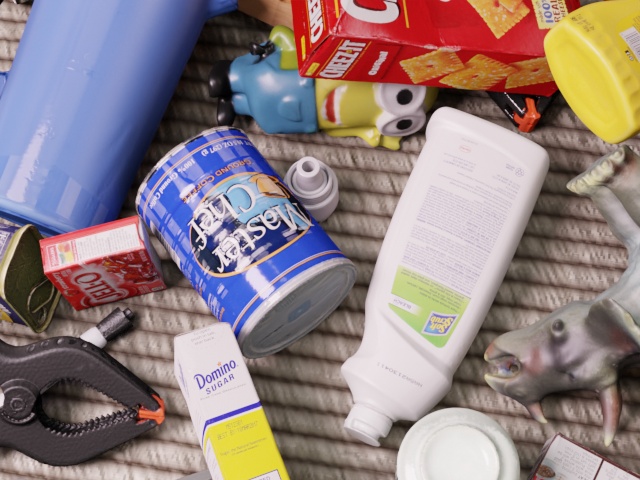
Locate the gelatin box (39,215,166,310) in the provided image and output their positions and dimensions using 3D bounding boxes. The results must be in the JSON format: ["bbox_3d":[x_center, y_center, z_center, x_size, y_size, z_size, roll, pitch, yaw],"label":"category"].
[{"bbox_3d":[-0.158,0.019,0.786,0.073,0.089,0.030,-14,68,-3],"label":"gelatin box"}]

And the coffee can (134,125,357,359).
[{"bbox_3d":[-0.055,0.001,0.782,0.102,0.103,0.140,-35,69,-12],"label":"coffee can"}]

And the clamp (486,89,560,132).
[{"bbox_3d":[0.155,-0.174,0.883,0.120,0.039,0.171,6,67,6],"label":"clamp"}]

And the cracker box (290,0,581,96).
[{"bbox_3d":[0.086,-0.201,0.800,0.213,0.072,0.164,2,70,-22],"label":"cracker box"}]

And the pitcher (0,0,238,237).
[{"bbox_3d":[-0.184,-0.126,0.813,0.149,0.144,0.243,13,79,40],"label":"pitcher"}]

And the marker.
[{"bbox_3d":[-0.190,0.090,0.795,0.121,0.020,0.020,-38,70,-13],"label":"marker"}]

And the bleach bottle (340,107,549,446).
[{"bbox_3d":[0.077,0.029,0.787,0.103,0.068,0.250,24,72,13],"label":"bleach bottle"}]

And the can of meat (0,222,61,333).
[{"bbox_3d":[-0.246,0.021,0.784,0.084,0.102,0.057,12,67,10],"label":"can of meat"}]

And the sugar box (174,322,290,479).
[{"bbox_3d":[-0.051,0.150,0.717,0.048,0.093,0.176,-16,70,-14],"label":"sugar box"}]

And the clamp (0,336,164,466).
[{"bbox_3d":[-0.218,0.120,0.755,0.210,0.036,0.164,14,98,-9],"label":"clamp"}]
